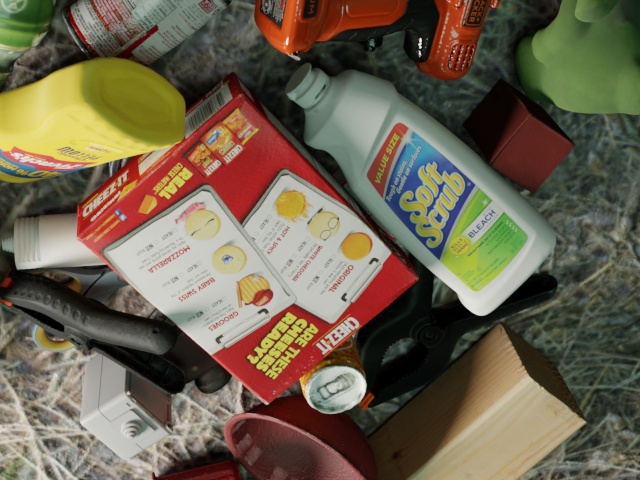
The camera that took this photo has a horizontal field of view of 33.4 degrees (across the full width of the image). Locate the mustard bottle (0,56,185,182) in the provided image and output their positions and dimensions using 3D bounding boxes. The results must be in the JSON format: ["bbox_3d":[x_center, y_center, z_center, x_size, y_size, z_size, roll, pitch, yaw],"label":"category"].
[{"bbox_3d":[-0.195,-0.079,0.771,0.192,0.058,0.096,-10,165,37],"label":"mustard bottle"}]

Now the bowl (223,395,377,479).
[{"bbox_3d":[-0.007,0.193,0.987,0.162,0.055,0.162,23,145,17],"label":"bowl"}]

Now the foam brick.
[{"bbox_3d":[0.159,-0.085,0.862,0.051,0.078,0.053,30,111,-24],"label":"foam brick"}]

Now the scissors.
[{"bbox_3d":[-0.171,0.046,0.914,0.201,0.016,0.096,-7,121,-5],"label":"scissors"}]

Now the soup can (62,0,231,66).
[{"bbox_3d":[-0.123,-0.168,0.762,0.102,0.068,0.068,-34,121,10],"label":"soup can"}]

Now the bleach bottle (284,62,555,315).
[{"bbox_3d":[0.069,-0.047,0.842,0.250,0.068,0.103,36,107,-24],"label":"bleach bottle"}]

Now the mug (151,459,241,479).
[{"bbox_3d":[-0.112,0.262,1.026,0.081,0.093,0.117,-12,154,-9],"label":"mug"}]

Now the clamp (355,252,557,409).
[{"bbox_3d":[0.107,0.076,0.975,0.164,0.036,0.210,23,114,-23],"label":"clamp"}]

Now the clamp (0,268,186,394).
[{"bbox_3d":[-0.181,0.065,0.850,0.171,0.039,0.120,25,150,-1],"label":"clamp"}]

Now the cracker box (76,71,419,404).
[{"bbox_3d":[-0.055,0.001,0.828,0.164,0.072,0.213,-40,117,10],"label":"cracker box"}]

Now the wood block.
[{"bbox_3d":[0.137,0.189,1.019,0.090,0.091,0.206,37,109,-27],"label":"wood block"}]

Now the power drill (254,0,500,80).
[{"bbox_3d":[0.053,-0.200,0.754,0.187,0.057,0.184,-5,122,-29],"label":"power drill"}]
